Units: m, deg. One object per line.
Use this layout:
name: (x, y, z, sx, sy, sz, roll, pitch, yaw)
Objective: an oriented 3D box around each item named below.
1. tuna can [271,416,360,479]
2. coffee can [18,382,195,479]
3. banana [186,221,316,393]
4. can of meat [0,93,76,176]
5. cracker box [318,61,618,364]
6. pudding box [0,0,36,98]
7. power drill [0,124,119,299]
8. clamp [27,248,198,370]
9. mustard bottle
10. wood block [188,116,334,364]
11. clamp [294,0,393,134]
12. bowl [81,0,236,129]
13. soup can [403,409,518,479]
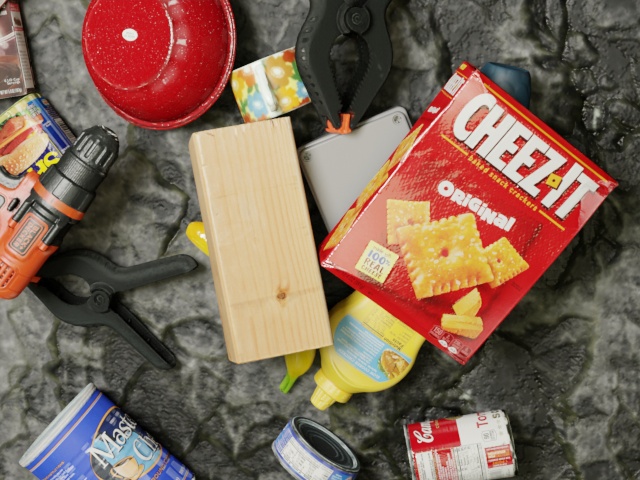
tuna can: (-0.003, 0.212, 1.048, 0.086, 0.086, 0.034, 35, 99, -5)
coffee can: (-0.208, 0.224, 1.049, 0.140, 0.103, 0.103, 43, 100, -7)
banana: (-0.056, 0.057, 1.042, 0.069, 0.037, 0.198, -28, 99, 6)
can of meat: (-0.280, -0.078, 1.013, 0.102, 0.057, 0.084, -36, 96, 9)
cracker box: (0.126, -0.021, 0.936, 0.164, 0.072, 0.214, 36, 102, -11)
pudding box: (-0.332, -0.174, 1.003, 0.113, 0.039, 0.090, -8, 100, 3)
power drill: (-0.296, -0.067, 0.958, 0.187, 0.057, 0.184, 37, 94, -1)
clamp: (-0.203, 0.045, 1.044, 0.171, 0.039, 0.120, 23, 100, -2)
mustard bottle: (0.055, 0.088, 1.033, 0.096, 0.058, 0.192, 36, 101, -11)
wood block: (-0.057, 0.001, 0.974, 0.090, 0.090, 0.206, -10, 88, -10)
clamp: (0.015, -0.202, 0.944, 0.164, 0.036, 0.210, 9, 94, -26)
bowl: (-0.158, -0.181, 0.960, 0.162, 0.055, 0.162, 2, 96, 23)
soup can: (0.137, 0.207, 1.050, 0.102, 0.068, 0.068, -10, 101, 4)
